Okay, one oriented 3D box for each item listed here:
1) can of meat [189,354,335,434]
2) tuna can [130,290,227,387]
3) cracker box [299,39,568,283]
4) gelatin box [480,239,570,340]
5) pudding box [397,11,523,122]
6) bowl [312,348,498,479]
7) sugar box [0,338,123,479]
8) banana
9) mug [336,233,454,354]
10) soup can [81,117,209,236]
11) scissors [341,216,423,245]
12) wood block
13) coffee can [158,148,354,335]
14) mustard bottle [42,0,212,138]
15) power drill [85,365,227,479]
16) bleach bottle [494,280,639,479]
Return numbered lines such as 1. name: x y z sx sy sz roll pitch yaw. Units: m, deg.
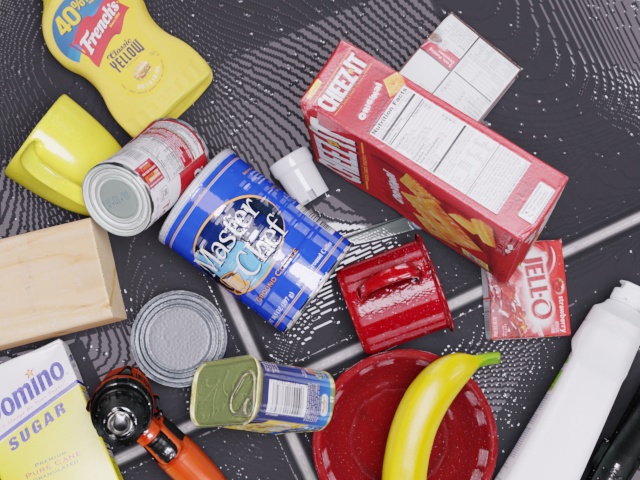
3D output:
1. can of meat: -0.049 0.135 0.913 0.083 0.102 0.057 15 71 -35
2. tuna can: -0.126 0.089 0.961 0.086 0.034 0.086 0 84 -2
3. cracker box: 0.091 -0.060 0.902 0.214 0.164 0.072 33 81 11
4. gelatin box: 0.187 0.045 0.977 0.073 0.030 0.089 -3 85 -2
5. pudding box: 0.118 -0.141 0.991 0.090 0.039 0.113 40 86 2
6. bowl: 0.073 0.177 0.948 0.162 0.055 0.162 0 84 -2
7. sugar box: -0.230 0.183 0.919 0.093 0.048 0.176 -25 82 -9
8. banana: 0.089 0.174 0.901 0.069 0.037 0.198 23 85 1
9. mug: 0.063 0.047 0.933 0.081 0.117 0.093 -20 73 1
10. soup can: -0.147 -0.055 0.905 0.069 0.102 0.068 11 121 19
11. scissors: 0.099 -0.039 0.991 0.201 0.016 0.096 0 83 -2
12. wood block: -0.285 0.051 0.932 0.206 0.091 0.090 -14 86 -3
13. coffee can: -0.056 0.001 0.938 0.140 0.103 0.103 37 84 2
14. mustard bottle: -0.195 -0.187 0.975 0.096 0.058 0.191 -44 87 0
15. power drill: -0.117 0.184 0.887 0.057 0.184 0.187 -42 97 -5
16. bleach bottle: 0.220 0.150 0.931 0.068 0.102 0.251 28 85 8
